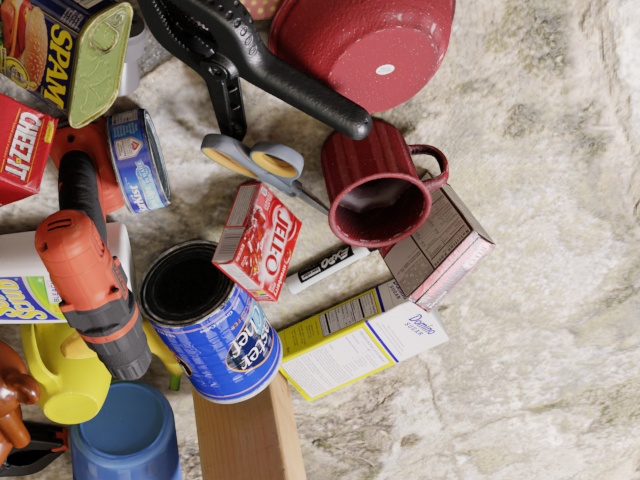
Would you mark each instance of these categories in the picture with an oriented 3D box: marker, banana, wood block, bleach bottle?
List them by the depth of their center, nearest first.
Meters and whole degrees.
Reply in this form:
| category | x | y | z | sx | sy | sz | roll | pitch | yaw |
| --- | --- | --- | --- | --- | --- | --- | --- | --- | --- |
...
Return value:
| category | x | y | z | sx | sy | sz | roll | pitch | yaw |
| --- | --- | --- | --- | --- | --- | --- | --- | --- | --- |
| bleach bottle | -0.302 | 0.041 | 0.992 | 0.250 | 0.068 | 0.102 | -6 | 138 | -5 |
| marker | 0.020 | 0.020 | 1.080 | 0.121 | 0.020 | 0.020 | -28 | 136 | 16 |
| banana | -0.182 | 0.106 | 1.080 | 0.037 | 0.069 | 0.197 | 14 | 169 | 32 |
| wood block | -0.074 | 0.210 | 1.123 | 0.091 | 0.206 | 0.090 | -18 | 138 | 6 |

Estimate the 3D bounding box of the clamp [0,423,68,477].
| category | x | y | z | sx | sy | sz | roll | pitch | yaw |
| --- | --- | --- | --- | --- | --- | --- | --- | --- | --- |
| clamp | -0.375 | 0.241 | 1.208 | 0.171 | 0.039 | 0.120 | -22 | 142 | 1 |

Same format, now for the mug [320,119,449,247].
| category | x | y | z | sx | sy | sz | roll | pitch | yaw |
| --- | --- | --- | --- | --- | --- | --- | --- | --- | --- |
| mug | 0.057 | -0.057 | 0.958 | 0.117 | 0.081 | 0.093 | -17 | 138 | 4 |

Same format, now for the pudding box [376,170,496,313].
| category | x | y | z | sx | sy | sz | roll | pitch | yaw |
| --- | --- | --- | --- | --- | --- | --- | --- | --- | --- |
| pudding box | 0.102 | 0.000 | 0.996 | 0.039 | 0.113 | 0.090 | 33 | 108 | -36 |

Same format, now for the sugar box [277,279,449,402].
| category | x | y | z | sx | sy | sz | roll | pitch | yaw |
| --- | --- | --- | --- | --- | --- | --- | --- | --- | --- |
| sugar box | 0.041 | 0.106 | 1.161 | 0.176 | 0.048 | 0.093 | -27 | 136 | 10 |

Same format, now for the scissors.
| category | x | y | z | sx | sy | sz | roll | pitch | yaw |
| --- | --- | --- | --- | --- | --- | --- | --- | --- | --- |
| scissors | -0.018 | -0.051 | 0.949 | 0.096 | 0.016 | 0.201 | 1 | 162 | 46 |

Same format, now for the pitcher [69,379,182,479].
| category | x | y | z | sx | sy | sz | roll | pitch | yaw |
| --- | --- | --- | --- | --- | --- | --- | --- | --- | --- |
| pitcher | -0.221 | 0.268 | 1.182 | 0.145 | 0.149 | 0.243 | -3 | 140 | -9 |

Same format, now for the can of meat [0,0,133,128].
| category | x | y | z | sx | sy | sz | roll | pitch | yaw |
| --- | --- | --- | --- | --- | --- | --- | --- | --- | --- |
| can of meat | -0.192 | -0.148 | 0.782 | 0.084 | 0.057 | 0.102 | 33 | 135 | 12 |

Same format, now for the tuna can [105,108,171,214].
| category | x | y | z | sx | sy | sz | roll | pitch | yaw |
| --- | --- | --- | --- | --- | --- | --- | --- | --- | --- |
| tuna can | -0.152 | -0.067 | 0.894 | 0.033 | 0.086 | 0.086 | -14 | 138 | -1 |

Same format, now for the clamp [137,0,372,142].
| category | x | y | z | sx | sy | sz | roll | pitch | yaw |
| --- | --- | --- | --- | --- | --- | --- | --- | --- | --- |
| clamp | -0.077 | -0.141 | 0.837 | 0.209 | 0.036 | 0.165 | 42 | 151 | -30 |

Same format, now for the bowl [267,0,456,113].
| category | x | y | z | sx | sy | sz | roll | pitch | yaw |
| --- | --- | --- | --- | --- | --- | --- | --- | --- | --- |
| bowl | 0.042 | -0.153 | 0.853 | 0.162 | 0.055 | 0.162 | -14 | 145 | -10 |

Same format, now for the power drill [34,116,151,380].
| category | x | y | z | sx | sy | sz | roll | pitch | yaw |
| --- | --- | --- | --- | --- | --- | --- | --- | --- | --- |
| power drill | -0.184 | 0.002 | 0.884 | 0.057 | 0.188 | 0.184 | -14 | 137 | -2 |

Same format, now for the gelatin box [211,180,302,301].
| category | x | y | z | sx | sy | sz | roll | pitch | yaw |
| --- | --- | --- | --- | --- | --- | --- | --- | --- | --- |
| gelatin box | -0.056 | 0.001 | 0.989 | 0.030 | 0.089 | 0.073 | -3 | 146 | 36 |

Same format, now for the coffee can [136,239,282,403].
| category | x | y | z | sx | sy | sz | roll | pitch | yaw |
| --- | --- | --- | --- | --- | --- | --- | --- | --- | --- |
| coffee can | -0.106 | 0.082 | 1.053 | 0.103 | 0.103 | 0.140 | -18 | 138 | 5 |
